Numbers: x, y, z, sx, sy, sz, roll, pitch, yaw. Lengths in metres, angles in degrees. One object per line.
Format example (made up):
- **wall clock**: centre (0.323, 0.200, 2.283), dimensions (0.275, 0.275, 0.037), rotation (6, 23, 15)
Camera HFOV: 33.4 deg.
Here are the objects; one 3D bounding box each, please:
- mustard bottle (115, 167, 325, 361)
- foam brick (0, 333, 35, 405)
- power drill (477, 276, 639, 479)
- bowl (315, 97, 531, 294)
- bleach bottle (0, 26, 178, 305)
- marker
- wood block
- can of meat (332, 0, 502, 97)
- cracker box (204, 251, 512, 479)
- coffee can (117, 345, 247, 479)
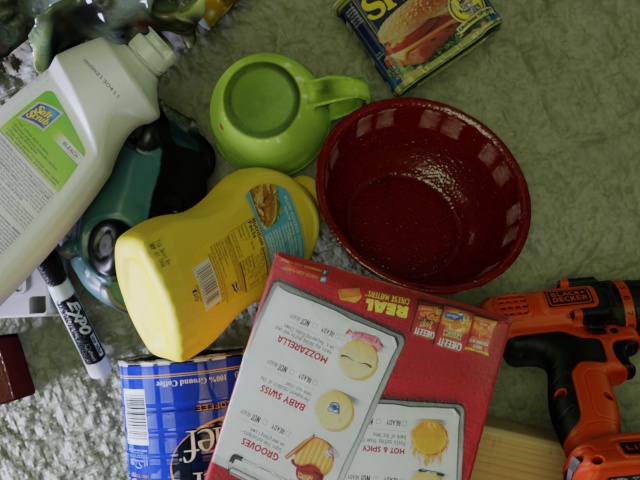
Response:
- **mustard bottle**: centre (-0.055, 0.001, 0.770), dimensions (0.058, 0.191, 0.096), rotation (6, 120, 44)
- **foam brick**: centre (-0.270, 0.107, 0.824), dimensions (0.078, 0.051, 0.053), rotation (-18, 87, 3)
- **power drill**: centre (0.214, 0.099, 0.740), dimensions (0.184, 0.187, 0.057), rotation (-7, 128, -3)
- **bowl**: centre (0.070, -0.024, 0.785), dimensions (0.162, 0.055, 0.162), rotation (6, 62, -11)
- **bleach bottle**: centre (-0.192, -0.043, 0.727), dimensions (0.251, 0.068, 0.102), rotation (-43, 95, 1)
- **marker**: centre (-0.186, 0.055, 0.803), dimensions (0.020, 0.020, 0.121), rotation (-15, 124, 3)
- **wood block**: centre (0.157, 0.184, 0.777), dimensions (0.206, 0.090, 0.091), rotation (13, 88, 4)
- **can of meat**: centre (0.074, -0.169, 0.807), dimensions (0.102, 0.057, 0.084), rotation (-34, 89, 2)
- **cracker box**: centre (0.019, 0.133, 0.706), dimensions (0.164, 0.072, 0.213), rotation (15, 81, 8)
- **coffee can**: centre (-0.092, 0.153, 0.786), dimensions (0.103, 0.103, 0.140), rotation (-5, 88, 3)
